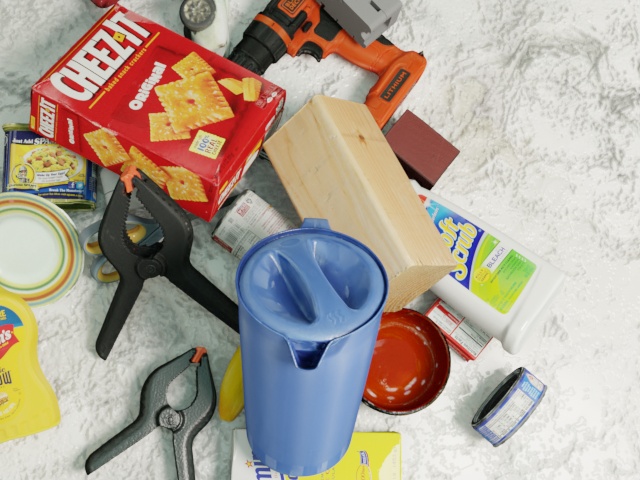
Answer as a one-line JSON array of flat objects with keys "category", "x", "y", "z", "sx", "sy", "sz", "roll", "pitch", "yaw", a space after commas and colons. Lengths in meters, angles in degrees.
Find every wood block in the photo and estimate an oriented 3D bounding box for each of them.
[{"category": "wood block", "x": 0.039, "y": -0.036, "z": 1.084, "sx": 0.090, "sy": 0.090, "sz": 0.206, "roll": -40, "pitch": 65, "yaw": 30}]

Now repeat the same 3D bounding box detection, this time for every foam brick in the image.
[{"category": "foam brick", "x": 0.105, "y": -0.097, "z": 1.173, "sx": 0.078, "sy": 0.053, "sz": 0.051, "roll": 39, "pitch": 79, "yaw": 2}]

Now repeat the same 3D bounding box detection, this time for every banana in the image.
[{"category": "banana", "x": -0.040, "y": 0.108, "z": 1.127, "sx": 0.197, "sy": 0.037, "sz": 0.070, "roll": -36, "pitch": 70, "yaw": -8}]

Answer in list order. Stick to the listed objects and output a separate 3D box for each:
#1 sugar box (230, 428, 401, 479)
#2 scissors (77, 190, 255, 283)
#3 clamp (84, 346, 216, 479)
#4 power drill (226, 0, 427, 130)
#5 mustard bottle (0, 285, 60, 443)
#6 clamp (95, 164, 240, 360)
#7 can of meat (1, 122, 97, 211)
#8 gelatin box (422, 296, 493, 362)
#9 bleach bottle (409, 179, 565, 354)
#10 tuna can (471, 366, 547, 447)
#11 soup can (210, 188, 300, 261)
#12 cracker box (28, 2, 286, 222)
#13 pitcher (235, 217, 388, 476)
[{"category": "sugar box", "x": -0.006, "y": 0.243, "z": 1.107, "sx": 0.176, "sy": 0.048, "sz": 0.093, "roll": 2, "pitch": 80, "yaw": -7}, {"category": "scissors", "x": -0.165, "y": -0.004, "z": 1.141, "sx": 0.201, "sy": 0.096, "sz": 0.016, "roll": -11, "pitch": 47, "yaw": -35}, {"category": "clamp", "x": -0.167, "y": 0.187, "z": 1.103, "sx": 0.120, "sy": 0.039, "sz": 0.171, "roll": 17, "pitch": 77, "yaw": -15}, {"category": "power drill", "x": 0.008, "y": -0.198, "z": 1.178, "sx": 0.187, "sy": 0.057, "sz": 0.184, "roll": 38, "pitch": 79, "yaw": 1}, {"category": "mustard bottle", "x": -0.333, "y": 0.109, "z": 1.086, "sx": 0.096, "sy": 0.058, "sz": 0.191, "roll": -15, "pitch": 86, "yaw": -3}, {"category": "clamp", "x": -0.158, "y": 0.024, "z": 1.078, "sx": 0.164, "sy": 0.036, "sz": 0.210, "roll": -4, "pitch": 115, "yaw": -1}, {"category": "can of meat", "x": -0.285, "y": -0.076, "z": 1.129, "sx": 0.102, "sy": 0.057, "sz": 0.084, "roll": 1, "pitch": 82, "yaw": -5}, {"category": "gelatin box", "x": 0.163, "y": 0.076, "z": 1.161, "sx": 0.073, "sy": 0.030, "sz": 0.089, "roll": 41, "pitch": 78, "yaw": 1}, {"category": "bleach bottle", "x": 0.127, "y": 0.011, "z": 1.130, "sx": 0.251, "sy": 0.068, "sz": 0.102, "roll": 33, "pitch": 74, "yaw": 19}, {"category": "tuna can", "x": 0.197, "y": 0.174, "z": 1.119, "sx": 0.034, "sy": 0.086, "sz": 0.086, "roll": 41, "pitch": 79, "yaw": 4}, {"category": "soup can", "x": -0.057, "y": 0.001, "z": 1.132, "sx": 0.102, "sy": 0.068, "sz": 0.068, "roll": 37, "pitch": 79, "yaw": 2}, {"category": "cracker box", "x": -0.164, "y": -0.137, "z": 1.101, "sx": 0.214, "sy": 0.072, "sz": 0.164, "roll": 28, "pitch": 51, "yaw": 5}, {"category": "pitcher", "x": -0.013, "y": 0.107, "z": 1.010, "sx": 0.149, "sy": 0.243, "sz": 0.145, "roll": -33, "pitch": 57, "yaw": -31}]
